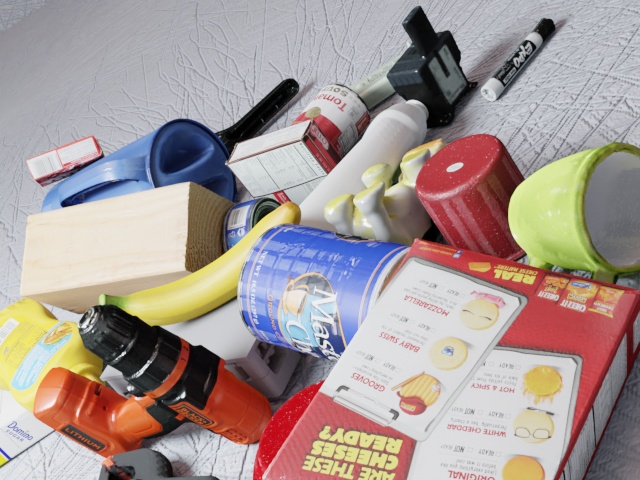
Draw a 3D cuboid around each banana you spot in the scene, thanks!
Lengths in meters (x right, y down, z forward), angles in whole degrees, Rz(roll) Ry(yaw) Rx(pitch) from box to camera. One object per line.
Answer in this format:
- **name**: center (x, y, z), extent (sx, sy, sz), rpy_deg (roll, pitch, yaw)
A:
- **banana**: center (-0.093, 0.030, 0.931), extent (0.198, 0.069, 0.037), rpy_deg (-28, 63, 11)

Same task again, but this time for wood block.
- **wood block**: center (-0.188, 0.011, 1.063), extent (0.206, 0.090, 0.090), rpy_deg (-9, 70, 29)

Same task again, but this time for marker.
- **marker**: center (0.207, -0.190, 1.109), extent (0.121, 0.020, 0.020), rpy_deg (-49, 30, -23)

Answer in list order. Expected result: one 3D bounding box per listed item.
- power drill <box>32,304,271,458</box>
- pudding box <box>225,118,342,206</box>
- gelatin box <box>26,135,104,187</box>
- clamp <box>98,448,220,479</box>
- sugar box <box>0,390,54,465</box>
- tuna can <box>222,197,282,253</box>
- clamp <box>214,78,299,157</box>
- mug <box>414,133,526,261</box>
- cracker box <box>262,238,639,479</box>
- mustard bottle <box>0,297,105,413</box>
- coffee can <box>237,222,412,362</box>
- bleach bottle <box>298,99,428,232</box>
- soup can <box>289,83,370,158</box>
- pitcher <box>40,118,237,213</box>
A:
- **power drill**: center (-0.159, 0.124, 0.886), extent (0.188, 0.184, 0.057), rpy_deg (-20, 41, 44)
- **pudding box**: center (-0.030, -0.072, 1.123), extent (0.114, 0.090, 0.039), rpy_deg (-14, 35, 37)
- **gelatin box**: center (-0.312, -0.097, 1.318), extent (0.089, 0.030, 0.073), rpy_deg (-22, -1, -8)
- **clamp**: center (-0.137, 0.209, 0.865), extent (0.120, 0.039, 0.172), rpy_deg (-37, 27, -5)
- **sugar box**: center (-0.355, 0.205, 1.117), extent (0.176, 0.048, 0.093), rpy_deg (-31, 28, 3)
- **tuna can**: center (-0.057, 0.001, 1.043), extent (0.034, 0.086, 0.086), rpy_deg (-14, 34, 30)
- **clamp**: center (-0.113, -0.114, 1.341), extent (0.210, 0.036, 0.164), rpy_deg (-31, 27, 15)
- **mug**: center (0.130, -0.040, 0.895), extent (0.093, 0.081, 0.117), rpy_deg (-30, 28, 13)
- **cracker box**: center (0.091, 0.109, 0.678), extent (0.164, 0.072, 0.213), rpy_deg (14, 53, 30)
- **mustard bottle**: center (-0.269, 0.122, 1.056), extent (0.192, 0.058, 0.096), rpy_deg (17, 62, 46)
- **coffee can**: center (0.019, 0.046, 0.840), extent (0.141, 0.102, 0.102), rpy_deg (11, 52, 41)
- **bleach bottle**: center (0.038, -0.052, 1.031), extent (0.250, 0.068, 0.103), rpy_deg (-52, -6, -40)
- **soup can**: center (0.002, -0.117, 1.180), extent (0.069, 0.068, 0.102), rpy_deg (2, 45, 50)
- **pitcher**: center (-0.232, -0.050, 1.270), extent (0.243, 0.149, 0.144), rpy_deg (-17, 32, 39)
